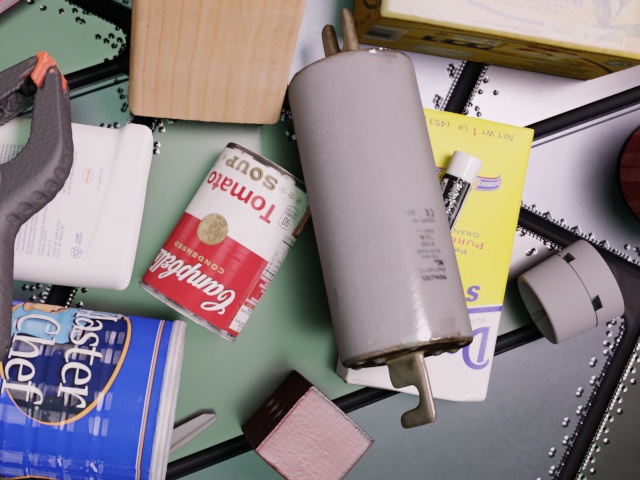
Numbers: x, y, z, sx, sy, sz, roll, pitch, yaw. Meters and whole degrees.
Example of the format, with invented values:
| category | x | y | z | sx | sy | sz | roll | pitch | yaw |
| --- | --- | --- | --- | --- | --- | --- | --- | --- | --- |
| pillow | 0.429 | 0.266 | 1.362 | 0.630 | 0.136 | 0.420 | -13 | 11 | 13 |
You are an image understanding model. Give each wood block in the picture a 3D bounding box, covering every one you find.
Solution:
| category | x | y | z | sx | sy | sz | roll | pitch | yaw |
| --- | --- | --- | --- | --- | --- | --- | --- | --- | --- |
| wood block | -0.053 | -0.160 | 0.561 | 0.090 | 0.206 | 0.091 | 3 | 59 | -10 |

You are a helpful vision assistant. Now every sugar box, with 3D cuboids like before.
| category | x | y | z | sx | sy | sz | roll | pitch | yaw |
| --- | --- | --- | --- | --- | --- | --- | --- | --- | --- |
| sugar box | 0.071 | 0.009 | 0.674 | 0.093 | 0.048 | 0.176 | 9 | 89 | -9 |

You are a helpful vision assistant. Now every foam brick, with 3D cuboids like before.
| category | x | y | z | sx | sy | sz | roll | pitch | yaw |
| --- | --- | --- | --- | --- | --- | --- | --- | --- | --- |
| foam brick | -0.009 | 0.118 | 0.648 | 0.051 | 0.078 | 0.053 | 42 | 83 | -7 |

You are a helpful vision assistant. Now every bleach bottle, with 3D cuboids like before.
| category | x | y | z | sx | sy | sz | roll | pitch | yaw |
| --- | --- | --- | --- | --- | --- | --- | --- | --- | --- |
| bleach bottle | -0.230 | -0.036 | 0.618 | 0.250 | 0.068 | 0.102 | 9 | 84 | -6 |

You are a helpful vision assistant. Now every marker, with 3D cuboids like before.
| category | x | y | z | sx | sy | sz | roll | pitch | yaw |
| --- | --- | --- | --- | --- | --- | --- | --- | --- | --- |
| marker | 0.065 | 0.005 | 0.640 | 0.020 | 0.020 | 0.121 | 23 | 90 | -9 |

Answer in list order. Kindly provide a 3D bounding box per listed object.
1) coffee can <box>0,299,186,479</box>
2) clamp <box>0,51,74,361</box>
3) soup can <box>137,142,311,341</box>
| category | x | y | z | sx | sy | sz | roll | pitch | yaw |
| --- | --- | --- | --- | --- | --- | --- | --- | --- | --- |
| coffee can | -0.153 | 0.087 | 0.607 | 0.140 | 0.103 | 0.103 | 8 | 90 | -5 |
| clamp | -0.178 | -0.018 | 0.567 | 0.120 | 0.039 | 0.171 | 36 | 79 | 4 |
| soup can | -0.054 | 0.001 | 0.643 | 0.068 | 0.068 | 0.102 | 32 | 86 | -8 |
